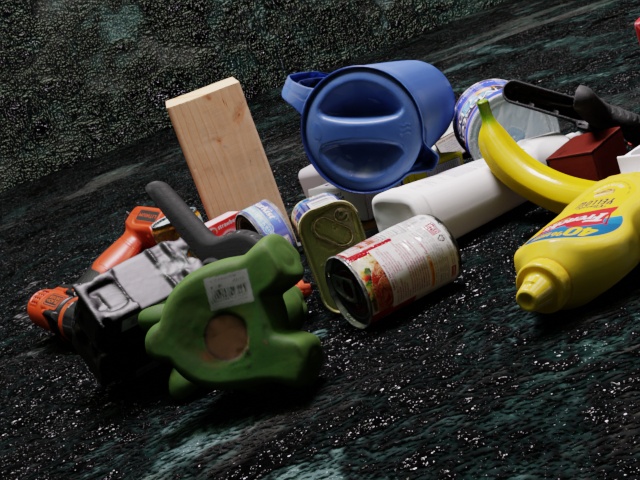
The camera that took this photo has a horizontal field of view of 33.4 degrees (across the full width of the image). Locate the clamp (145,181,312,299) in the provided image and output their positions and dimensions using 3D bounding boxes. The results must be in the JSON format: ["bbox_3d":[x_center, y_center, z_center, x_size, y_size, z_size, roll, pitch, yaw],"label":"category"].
[{"bbox_3d":[-0.104,0.042,1.047,0.210,0.164,0.036,17,12,32],"label":"clamp"}]

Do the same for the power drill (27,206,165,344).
[{"bbox_3d":[-0.228,0.042,1.205,0.185,0.057,0.187,10,47,50],"label":"power drill"}]

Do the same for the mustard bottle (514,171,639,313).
[{"bbox_3d":[0.207,0.006,0.835,0.096,0.058,0.191,-7,19,44],"label":"mustard bottle"}]

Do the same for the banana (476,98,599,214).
[{"bbox_3d":[0.214,-0.062,1.015,0.037,0.069,0.198,-36,52,-21],"label":"banana"}]

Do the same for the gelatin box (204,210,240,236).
[{"bbox_3d":[-0.118,0.017,1.198,0.089,0.073,0.030,-28,16,-31],"label":"gelatin box"}]

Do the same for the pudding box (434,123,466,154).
[{"bbox_3d":[0.212,-0.153,1.428,0.114,0.039,0.090,-31,10,24],"label":"pudding box"}]

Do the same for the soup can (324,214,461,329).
[{"bbox_3d":[0.064,0.025,0.934,0.102,0.068,0.069,-25,15,-24],"label":"soup can"}]

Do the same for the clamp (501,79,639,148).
[{"bbox_3d":[0.286,-0.131,1.108,0.171,0.039,0.120,14,9,-24],"label":"clamp"}]

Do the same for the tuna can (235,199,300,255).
[{"bbox_3d":[-0.058,0.001,1.152,0.033,0.086,0.086,-27,16,-21],"label":"tuna can"}]

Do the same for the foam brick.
[{"bbox_3d":[0.269,-0.074,1.066,0.053,0.051,0.078,-8,18,41],"label":"foam brick"}]

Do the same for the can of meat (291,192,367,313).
[{"bbox_3d":[0.012,0.008,1.002,0.057,0.102,0.084,-21,12,-3],"label":"can of meat"}]

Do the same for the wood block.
[{"bbox_3d":[-0.107,-0.081,1.280,0.090,0.206,0.091,-21,15,-4],"label":"wood block"}]

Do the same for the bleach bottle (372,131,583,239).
[{"bbox_3d":[0.183,-0.060,1.110,0.250,0.068,0.103,-23,14,-22],"label":"bleach bottle"}]

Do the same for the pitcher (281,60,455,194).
[{"bbox_3d":[0.068,-0.145,1.203,0.145,0.149,0.242,-19,7,22],"label":"pitcher"}]

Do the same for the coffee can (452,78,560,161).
[{"bbox_3d":[0.214,-0.131,1.249,0.103,0.103,0.140,-19,14,4],"label":"coffee can"}]

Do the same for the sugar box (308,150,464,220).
[{"bbox_3d":[0.080,-0.065,1.251,0.175,0.048,0.094,-19,12,-42],"label":"sugar box"}]
